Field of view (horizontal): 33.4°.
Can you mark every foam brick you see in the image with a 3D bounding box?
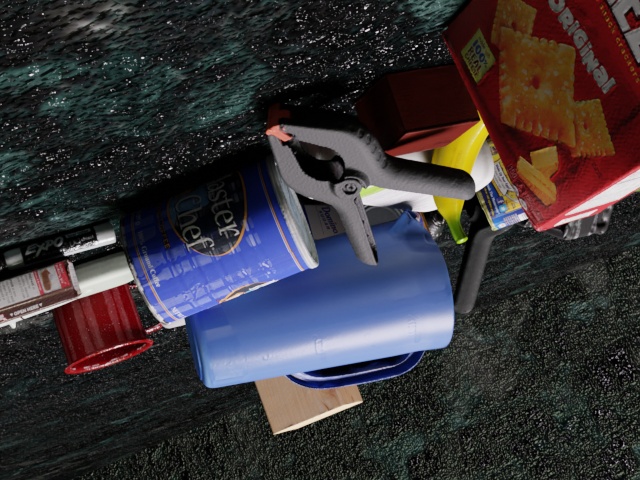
[{"bbox_3d":[0.076,-0.102,0.850,0.078,0.051,0.053,-13,167,-32],"label":"foam brick"}]

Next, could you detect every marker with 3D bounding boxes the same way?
[{"bbox_3d":[-0.233,0.009,0.900,0.121,0.020,0.020,-17,168,-19],"label":"marker"}]

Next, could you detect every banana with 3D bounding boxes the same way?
[{"bbox_3d":[0.139,-0.096,0.892,0.037,0.070,0.198,-21,141,-56],"label":"banana"}]

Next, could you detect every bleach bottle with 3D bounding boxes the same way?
[{"bbox_3d":[0.054,-0.070,0.939,0.103,0.068,0.250,-27,165,30],"label":"bleach bottle"}]

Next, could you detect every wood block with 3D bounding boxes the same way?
[{"bbox_3d":[-0.037,0.104,1.213,0.091,0.206,0.090,-24,168,13],"label":"wood block"}]

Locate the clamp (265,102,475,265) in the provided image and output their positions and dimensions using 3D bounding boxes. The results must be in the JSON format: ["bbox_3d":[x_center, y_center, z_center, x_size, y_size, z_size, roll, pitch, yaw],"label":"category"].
[{"bbox_3d":[0.034,-0.053,0.817,0.120,0.039,0.171,-33,129,22],"label":"clamp"}]

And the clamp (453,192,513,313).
[{"bbox_3d":[0.183,-0.040,1.221,0.036,0.164,0.210,5,137,-19],"label":"clamp"}]

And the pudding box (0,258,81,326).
[{"bbox_3d":[-0.257,0.046,0.934,0.090,0.039,0.114,-20,-176,-12],"label":"pudding box"}]

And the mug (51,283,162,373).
[{"bbox_3d":[-0.217,0.079,1.093,0.117,0.081,0.093,-17,168,-19],"label":"mug"}]

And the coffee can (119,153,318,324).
[{"bbox_3d":[-0.085,-0.001,0.907,0.140,0.103,0.102,-22,169,5],"label":"coffee can"}]

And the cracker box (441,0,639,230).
[{"bbox_3d":[0.178,-0.118,0.672,0.072,0.164,0.214,-18,169,-25],"label":"cracker box"}]

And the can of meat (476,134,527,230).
[{"bbox_3d":[0.199,-0.069,1.096,0.084,0.102,0.057,-21,169,13],"label":"can of meat"}]

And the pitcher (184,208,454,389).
[{"bbox_3d":[-0.004,0.071,1.017,0.242,0.149,0.145,-12,172,-11],"label":"pitcher"}]
